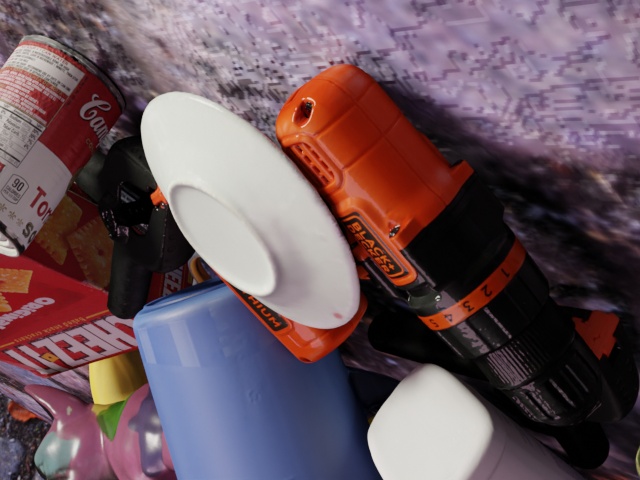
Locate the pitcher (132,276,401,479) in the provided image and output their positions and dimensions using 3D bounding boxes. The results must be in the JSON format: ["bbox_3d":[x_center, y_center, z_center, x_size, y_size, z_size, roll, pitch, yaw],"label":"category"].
[{"bbox_3d":[-0.013,0.135,0.634,0.145,0.148,0.243,-16,94,42],"label":"pitcher"}]

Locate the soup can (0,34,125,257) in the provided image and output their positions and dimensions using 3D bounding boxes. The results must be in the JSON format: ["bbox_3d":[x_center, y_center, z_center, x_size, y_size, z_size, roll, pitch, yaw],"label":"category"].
[{"bbox_3d":[-0.162,-0.051,0.578,0.068,0.102,0.068,27,160,11],"label":"soup can"}]

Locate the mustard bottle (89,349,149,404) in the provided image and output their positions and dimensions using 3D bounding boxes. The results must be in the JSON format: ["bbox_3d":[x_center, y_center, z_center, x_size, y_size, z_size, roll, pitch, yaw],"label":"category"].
[{"bbox_3d":[-0.116,0.134,0.950,0.191,0.058,0.096,10,-130,-56],"label":"mustard bottle"}]

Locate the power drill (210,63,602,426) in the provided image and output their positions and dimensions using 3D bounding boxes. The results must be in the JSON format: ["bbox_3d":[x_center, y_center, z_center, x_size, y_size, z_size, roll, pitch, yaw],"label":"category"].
[{"bbox_3d":[0.026,0.015,0.502,0.184,0.057,0.188,50,154,-10],"label":"power drill"}]

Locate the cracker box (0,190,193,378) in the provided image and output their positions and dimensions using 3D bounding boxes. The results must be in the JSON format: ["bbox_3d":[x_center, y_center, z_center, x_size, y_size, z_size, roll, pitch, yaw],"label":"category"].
[{"bbox_3d":[-0.219,0.021,0.739,0.164,0.072,0.213,-18,145,34],"label":"cracker box"}]

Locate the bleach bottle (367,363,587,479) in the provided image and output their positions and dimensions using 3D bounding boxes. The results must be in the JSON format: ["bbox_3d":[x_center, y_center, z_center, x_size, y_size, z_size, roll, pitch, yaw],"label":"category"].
[{"bbox_3d":[0.145,0.164,0.603,0.250,0.068,0.103,35,-175,-23],"label":"bleach bottle"}]

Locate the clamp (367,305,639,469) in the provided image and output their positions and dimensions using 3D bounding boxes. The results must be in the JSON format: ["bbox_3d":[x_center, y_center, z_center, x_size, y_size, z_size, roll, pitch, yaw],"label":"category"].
[{"bbox_3d":[0.103,0.066,0.577,0.164,0.036,0.210,27,164,8],"label":"clamp"}]

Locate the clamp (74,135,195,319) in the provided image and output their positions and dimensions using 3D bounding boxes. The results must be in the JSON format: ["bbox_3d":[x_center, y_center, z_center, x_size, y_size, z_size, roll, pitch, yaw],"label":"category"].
[{"bbox_3d":[-0.107,-0.007,0.625,0.172,0.039,0.120,3,117,61],"label":"clamp"}]
